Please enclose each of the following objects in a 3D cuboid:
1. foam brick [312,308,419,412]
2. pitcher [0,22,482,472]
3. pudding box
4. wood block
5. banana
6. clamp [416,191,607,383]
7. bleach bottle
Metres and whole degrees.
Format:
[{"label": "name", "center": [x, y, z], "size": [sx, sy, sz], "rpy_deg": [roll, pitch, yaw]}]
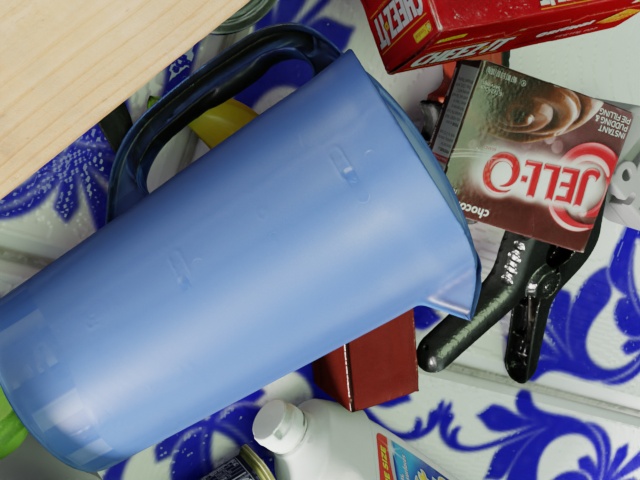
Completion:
[{"label": "foam brick", "center": [0.026, 0.060, 0.683], "size": [0.051, 0.053, 0.078], "rpy_deg": [-15, 111, -24]}, {"label": "pitcher", "center": [-0.051, 0.009, 0.559], "size": [0.243, 0.149, 0.145], "rpy_deg": [-31, 122, 7]}, {"label": "pudding box", "center": [0.121, -0.051, 0.638], "size": [0.113, 0.039, 0.090], "rpy_deg": [15, 98, -20]}, {"label": "wood block", "center": [-0.146, -0.089, 0.465], "size": [0.206, 0.091, 0.090], "rpy_deg": [-38, 135, 2]}, {"label": "banana", "center": [-0.038, -0.009, 0.642], "size": [0.069, 0.037, 0.198], "rpy_deg": [-21, 112, -2]}, {"label": "clamp", "center": [0.132, 0.026, 0.712], "size": [0.120, 0.039, 0.171], "rpy_deg": [-2, 119, -46]}, {"label": "bleach bottle", "center": [0.050, 0.186, 0.709], "size": [0.250, 0.068, 0.102], "rpy_deg": [40, 41, -29]}]
